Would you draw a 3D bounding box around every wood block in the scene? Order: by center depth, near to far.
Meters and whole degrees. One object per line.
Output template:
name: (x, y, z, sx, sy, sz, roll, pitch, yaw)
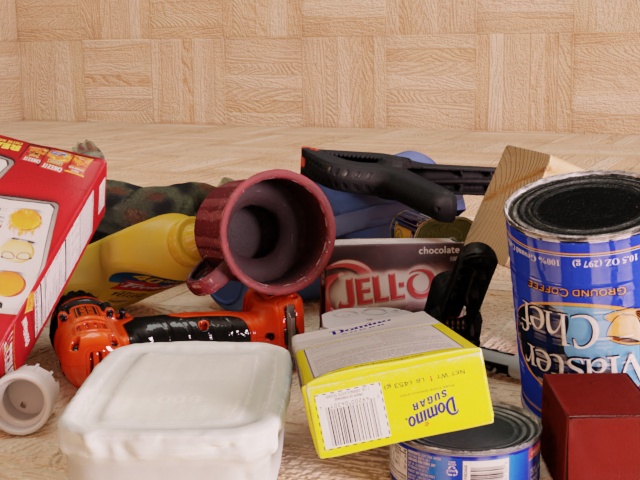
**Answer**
wood block: (0.231, 0.007, 0.829, 0.206, 0.090, 0.091, 21, 5, -14)

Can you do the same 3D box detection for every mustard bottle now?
mustard bottle: (-0.149, 0.017, 0.925, 0.096, 0.058, 0.192, 8, -18, -39)

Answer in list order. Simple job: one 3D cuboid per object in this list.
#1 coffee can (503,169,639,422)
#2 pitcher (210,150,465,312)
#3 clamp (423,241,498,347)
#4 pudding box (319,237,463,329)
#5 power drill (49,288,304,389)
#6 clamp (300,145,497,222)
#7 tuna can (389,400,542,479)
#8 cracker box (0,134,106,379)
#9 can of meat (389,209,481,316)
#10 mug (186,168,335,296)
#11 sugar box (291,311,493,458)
coffee can: (0.172, 0.039, 0.668, 0.103, 0.140, 0.103, -8, 24, 4)
pitcher: (0.011, -0.008, 1.021, 0.242, 0.149, 0.145, -12, 43, -34)
clamp: (0.094, 0.052, 0.732, 0.039, 0.120, 0.171, 9, 9, -5)
pudding box: (0.056, 0.044, 0.846, 0.113, 0.090, 0.039, -2, 10, -9)
power drill: (-0.116, 0.068, 0.834, 0.187, 0.057, 0.185, -6, 12, -16)
clamp: (0.076, -0.056, 0.944, 0.210, 0.036, 0.164, 15, 18, 39)
tuna can: (0.081, 0.118, 0.602, 0.086, 0.034, 0.086, -1, 11, 0)
cracker box: (-0.271, 0.008, 0.790, 0.164, 0.072, 0.213, 14, 43, 3)
can of meat: (0.096, 0.025, 0.916, 0.057, 0.102, 0.084, -4, 9, -12)
mug: (-0.055, 0.001, 0.815, 0.117, 0.093, 0.082, -45, 19, -18)
sugar box: (0.034, 0.078, 0.614, 0.093, 0.048, 0.176, -11, 1, -2)
